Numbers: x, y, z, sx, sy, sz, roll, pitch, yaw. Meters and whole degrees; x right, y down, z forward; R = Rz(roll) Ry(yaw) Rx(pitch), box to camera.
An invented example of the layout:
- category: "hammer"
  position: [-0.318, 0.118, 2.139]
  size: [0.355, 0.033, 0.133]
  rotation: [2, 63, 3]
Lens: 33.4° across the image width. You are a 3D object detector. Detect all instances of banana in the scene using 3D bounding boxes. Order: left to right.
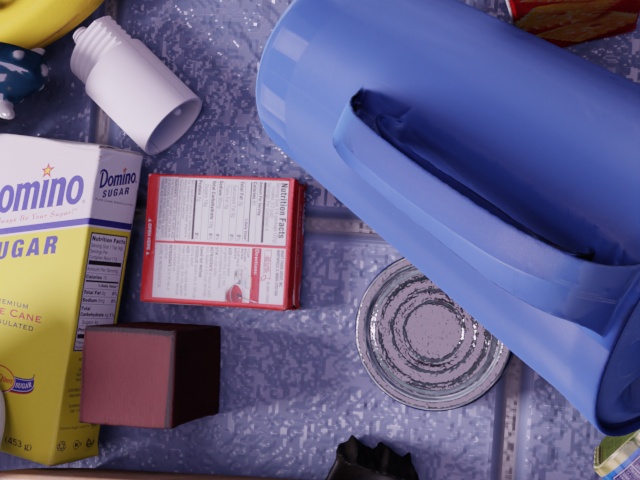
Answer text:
- category: "banana"
  position: [-0.170, -0.145, 0.617]
  size: [0.198, 0.037, 0.069]
  rotation: [-32, 83, 24]

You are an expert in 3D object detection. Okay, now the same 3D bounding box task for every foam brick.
- category: "foam brick"
  position: [-0.091, 0.072, 0.583]
  size: [0.051, 0.078, 0.053]
  rotation: [1, 87, 13]

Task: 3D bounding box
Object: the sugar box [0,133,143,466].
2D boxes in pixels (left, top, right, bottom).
- category: "sugar box"
  position: [-0.160, 0.030, 0.607]
  size: [0.093, 0.048, 0.176]
  rotation: [8, 92, 29]

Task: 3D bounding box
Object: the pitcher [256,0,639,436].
- category: "pitcher"
  position: [0.074, -0.035, 0.481]
  size: [0.145, 0.149, 0.243]
  rotation: [-40, 54, -16]

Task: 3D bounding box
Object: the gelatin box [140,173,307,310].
- category: "gelatin box"
  position: [-0.054, 0.001, 0.601]
  size: [0.089, 0.030, 0.073]
  rotation: [3, 88, 13]

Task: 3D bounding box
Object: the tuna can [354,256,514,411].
- category: "tuna can"
  position: [0.062, 0.048, 0.571]
  size: [0.086, 0.033, 0.086]
  rotation: [0, 88, 13]
